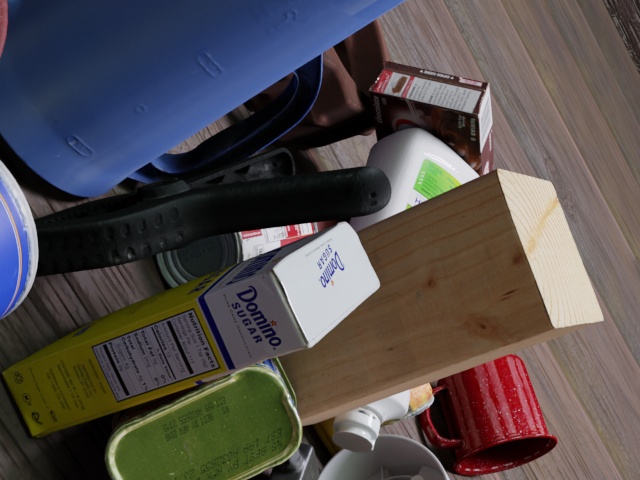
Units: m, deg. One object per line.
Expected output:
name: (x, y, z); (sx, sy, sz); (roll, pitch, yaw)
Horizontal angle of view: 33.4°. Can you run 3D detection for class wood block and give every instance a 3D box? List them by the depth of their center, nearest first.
wood block: (0.043, 0.042, 0.628); (0.090, 0.206, 0.090); (4, 65, -58)

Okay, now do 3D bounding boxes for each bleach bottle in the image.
bleach bottle: (0.056, 0.040, 0.780); (0.102, 0.068, 0.250); (39, 49, -29)

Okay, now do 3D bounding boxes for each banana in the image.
banana: (0.024, 0.132, 0.781); (0.198, 0.037, 0.069); (62, 31, -7)

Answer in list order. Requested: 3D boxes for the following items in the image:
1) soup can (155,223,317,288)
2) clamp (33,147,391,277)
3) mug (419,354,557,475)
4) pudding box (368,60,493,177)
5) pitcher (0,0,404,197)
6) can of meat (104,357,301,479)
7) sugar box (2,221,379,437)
soup can: (-0.055, 0.001, 0.715); (0.102, 0.069, 0.068); (-13, 80, -61)
clamp: (-0.075, -0.014, 0.577); (0.209, 0.165, 0.036); (-16, 103, -24)
mug: (0.139, 0.151, 0.930); (0.117, 0.093, 0.081); (-2, 60, -22)
pudding box: (0.091, -0.087, 0.852); (0.113, 0.090, 0.039); (76, 34, -55)
pitcher: (-0.064, -0.127, 0.613); (0.145, 0.243, 0.149); (65, 21, 3)
can of meat: (-0.061, 0.099, 0.560); (0.057, 0.102, 0.084); (65, -4, -3)
sugar box: (-0.066, 0.045, 0.542); (0.048, 0.176, 0.093); (64, 28, -4)
